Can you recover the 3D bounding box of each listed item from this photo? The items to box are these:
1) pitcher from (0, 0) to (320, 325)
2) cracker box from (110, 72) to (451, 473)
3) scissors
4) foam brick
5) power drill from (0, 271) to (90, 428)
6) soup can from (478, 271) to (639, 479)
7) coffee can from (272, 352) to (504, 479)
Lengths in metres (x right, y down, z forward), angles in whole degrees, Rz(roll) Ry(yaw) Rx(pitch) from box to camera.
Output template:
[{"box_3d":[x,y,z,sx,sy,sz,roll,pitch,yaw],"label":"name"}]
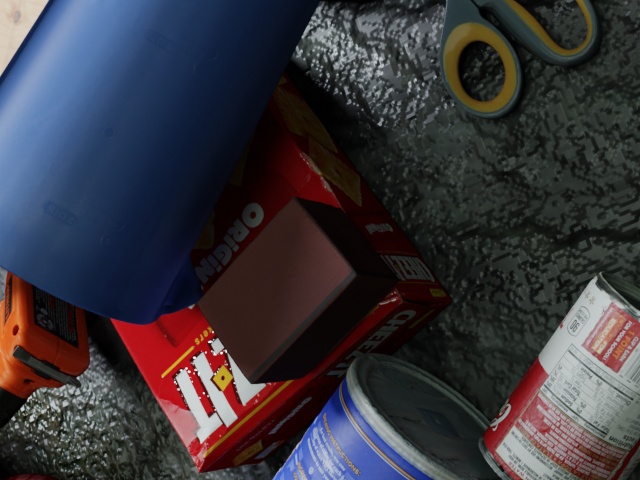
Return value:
[{"box_3d":[-0.092,-0.094,0.532,0.145,0.149,0.243,32,94,25],"label":"pitcher"},{"box_3d":[-0.054,0.001,0.624,0.164,0.072,0.214,-43,67,22],"label":"cracker box"},{"box_3d":[0.064,-0.143,0.592,0.202,0.016,0.096,41,108,28],"label":"scissors"},{"box_3d":[-0.011,0.026,0.527,0.078,0.052,0.051,-47,67,16],"label":"foam brick"},{"box_3d":[-0.237,0.095,0.720,0.188,0.057,0.184,-46,36,15],"label":"power drill"},{"box_3d":[0.131,0.075,0.506,0.069,0.068,0.102,39,107,28],"label":"soup can"},{"box_3d":[0.022,0.144,0.549,0.103,0.102,0.140,42,108,27],"label":"coffee can"}]
